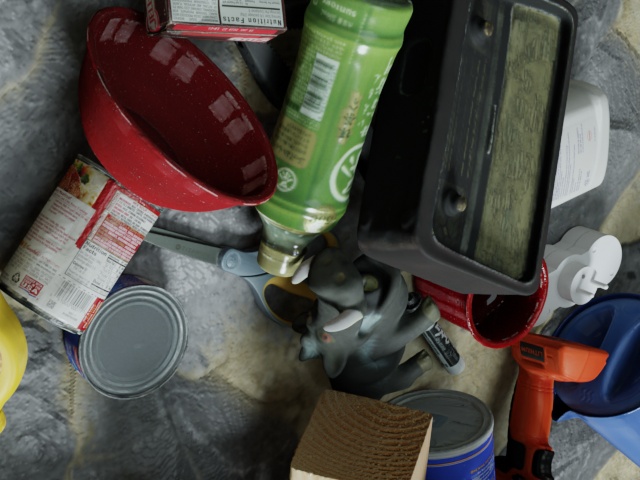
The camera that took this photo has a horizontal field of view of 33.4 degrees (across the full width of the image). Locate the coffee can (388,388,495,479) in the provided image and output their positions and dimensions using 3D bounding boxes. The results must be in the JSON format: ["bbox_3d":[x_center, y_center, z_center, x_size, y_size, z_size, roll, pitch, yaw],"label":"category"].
[{"bbox_3d":[0.105,0.218,0.945,0.102,0.103,0.140,-20,116,-29],"label":"coffee can"}]

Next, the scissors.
[{"bbox_3d":[-0.055,0.001,0.818,0.201,0.016,0.096,39,80,-37],"label":"scissors"}]

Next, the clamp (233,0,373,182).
[{"bbox_3d":[0.015,-0.120,0.815,0.209,0.036,0.165,10,104,-35],"label":"clamp"}]

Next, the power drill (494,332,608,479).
[{"bbox_3d":[0.205,0.183,0.967,0.057,0.185,0.187,12,91,-20],"label":"power drill"}]

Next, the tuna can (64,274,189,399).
[{"bbox_3d":[-0.140,0.068,0.768,0.085,0.034,0.086,-12,111,-32],"label":"tuna can"}]

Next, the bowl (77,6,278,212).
[{"bbox_3d":[-0.103,-0.074,0.698,0.055,0.162,0.161,-39,132,24],"label":"bowl"}]

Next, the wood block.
[{"bbox_3d":[0.028,0.231,0.851,0.090,0.090,0.206,-62,159,-51],"label":"wood block"}]

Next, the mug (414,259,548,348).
[{"bbox_3d":[0.143,0.028,0.924,0.117,0.082,0.093,-45,125,-15],"label":"mug"}]

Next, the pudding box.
[{"bbox_3d":[-0.073,-0.190,0.708,0.089,0.039,0.113,-4,89,-35],"label":"pudding box"}]

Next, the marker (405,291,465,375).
[{"bbox_3d":[0.099,0.081,0.937,0.020,0.020,0.121,-49,136,-12],"label":"marker"}]

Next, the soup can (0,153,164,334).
[{"bbox_3d":[-0.160,0.003,0.711,0.068,0.069,0.102,36,83,-37],"label":"soup can"}]
